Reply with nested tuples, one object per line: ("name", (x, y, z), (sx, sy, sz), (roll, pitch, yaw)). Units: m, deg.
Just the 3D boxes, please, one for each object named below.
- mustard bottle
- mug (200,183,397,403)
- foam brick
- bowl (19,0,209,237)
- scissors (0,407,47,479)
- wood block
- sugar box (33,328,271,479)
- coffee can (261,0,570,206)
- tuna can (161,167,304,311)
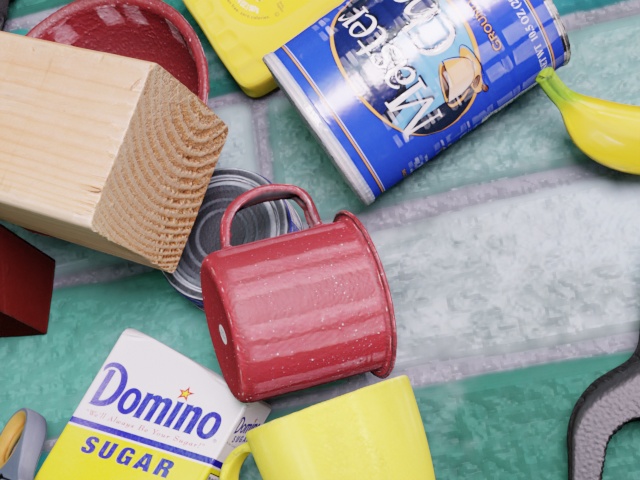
("mustard bottle", (0.009, -0.179, 0.664), (0.191, 0.058, 0.096), (-33, 80, 2))
("mug", (-0.018, 0.026, 0.566), (0.081, 0.093, 0.117), (-13, 82, -15))
("foam brick", (-0.203, 0.025, 0.646), (0.053, 0.078, 0.051), (-3, 70, 13))
("bowl", (-0.131, -0.071, 0.665), (0.162, 0.055, 0.162), (-7, 70, 20))
("scissors", (-0.153, 0.124, 0.570), (0.202, 0.016, 0.096), (-26, 37, 49))
("wood block", (-0.169, -0.059, 0.595), (0.206, 0.090, 0.091), (16, 80, 25))
("sugar box", (-0.112, 0.145, 0.595), (0.093, 0.048, 0.176), (25, 81, 23))
("coffee can", (0.053, -0.101, 0.601), (0.140, 0.102, 0.103), (-35, 66, 2))
("tuna can", (-0.054, 0.001, 0.635), (0.086, 0.033, 0.086), (-5, 70, 14))
